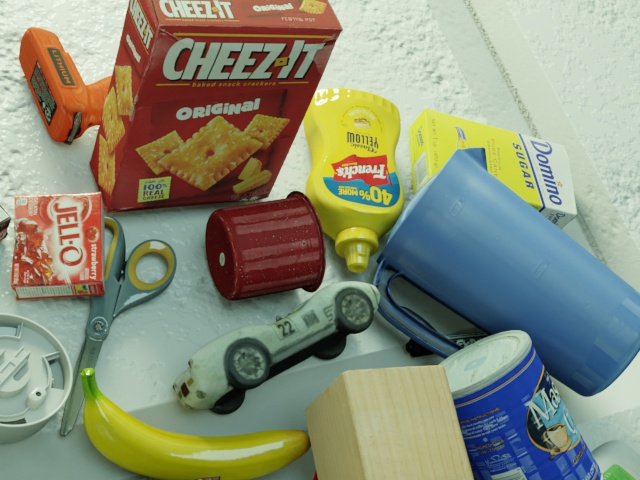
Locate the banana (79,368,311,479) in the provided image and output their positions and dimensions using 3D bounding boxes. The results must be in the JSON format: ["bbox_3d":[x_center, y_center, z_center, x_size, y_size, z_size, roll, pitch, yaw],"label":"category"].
[{"bbox_3d":[-0.105,0.160,0.841,0.197,0.070,0.037,19,21,-21],"label":"banana"}]

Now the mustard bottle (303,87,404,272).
[{"bbox_3d":[0.033,-0.056,1.035,0.096,0.058,0.191,10,58,-18],"label":"mustard bottle"}]

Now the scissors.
[{"bbox_3d":[-0.167,0.069,0.893,0.096,0.016,0.202,4,59,-18],"label":"scissors"}]

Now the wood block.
[{"bbox_3d":[0.061,0.207,0.800,0.090,0.091,0.206,0,62,-25],"label":"wood block"}]

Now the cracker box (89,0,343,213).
[{"bbox_3d":[-0.094,-0.120,0.913,0.163,0.214,0.072,-6,54,-29],"label":"cracker box"}]

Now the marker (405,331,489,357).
[{"bbox_3d":[0.135,0.098,1.014,0.120,0.020,0.020,-2,62,-26],"label":"marker"}]

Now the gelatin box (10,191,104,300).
[{"bbox_3d":[-0.218,0.003,0.890,0.073,0.030,0.089,-2,61,-7],"label":"gelatin box"}]

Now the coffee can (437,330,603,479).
[{"bbox_3d":[0.163,0.162,0.910,0.102,0.103,0.140,-35,100,-36],"label":"coffee can"}]

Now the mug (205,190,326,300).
[{"bbox_3d":[-0.056,0.001,0.949,0.081,0.093,0.117,-10,35,-24],"label":"mug"}]

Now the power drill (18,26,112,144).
[{"bbox_3d":[-0.181,-0.171,1.005,0.187,0.057,0.184,-15,68,-31],"label":"power drill"}]

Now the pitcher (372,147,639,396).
[{"bbox_3d":[0.176,0.042,0.989,0.243,0.149,0.144,37,31,5],"label":"pitcher"}]

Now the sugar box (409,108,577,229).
[{"bbox_3d":[0.181,-0.073,1.121,0.176,0.048,0.093,10,58,-18],"label":"sugar box"}]
